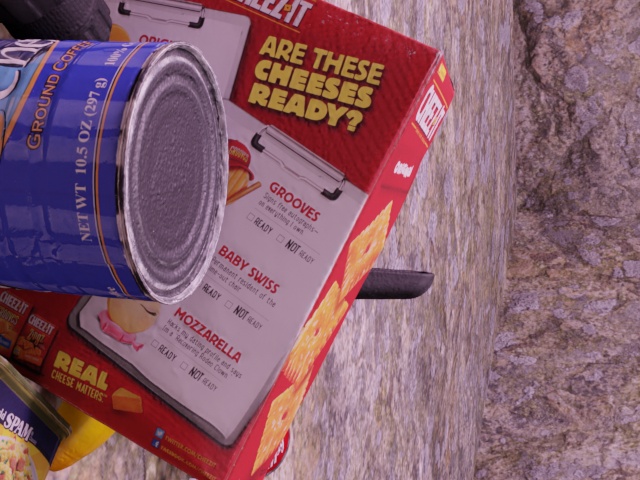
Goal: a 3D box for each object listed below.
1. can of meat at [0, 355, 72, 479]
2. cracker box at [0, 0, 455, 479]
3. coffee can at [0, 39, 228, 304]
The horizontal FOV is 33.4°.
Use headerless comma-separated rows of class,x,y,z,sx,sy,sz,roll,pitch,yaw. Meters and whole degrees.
can of meat,-0.163,0.101,0.472,0.102,0.057,0.084,70,31,-55
cracker box,-0.056,-0.016,0.506,0.214,0.164,0.072,-63,165,-1
coffee can,-0.120,-0.030,0.432,0.102,0.140,0.103,4,90,-74
